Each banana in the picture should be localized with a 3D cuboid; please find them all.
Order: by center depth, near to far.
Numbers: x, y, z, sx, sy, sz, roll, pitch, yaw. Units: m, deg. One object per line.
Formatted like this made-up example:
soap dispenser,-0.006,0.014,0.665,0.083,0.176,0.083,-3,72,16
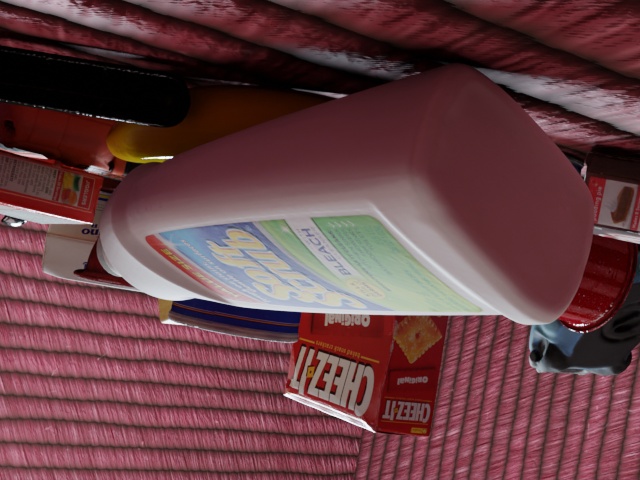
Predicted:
banana,-0.017,-0.042,0.501,0.198,0.037,0.070,15,138,14

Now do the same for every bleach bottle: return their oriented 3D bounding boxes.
bleach bottle,-0.015,-0.004,0.465,0.251,0.068,0.102,-10,138,48

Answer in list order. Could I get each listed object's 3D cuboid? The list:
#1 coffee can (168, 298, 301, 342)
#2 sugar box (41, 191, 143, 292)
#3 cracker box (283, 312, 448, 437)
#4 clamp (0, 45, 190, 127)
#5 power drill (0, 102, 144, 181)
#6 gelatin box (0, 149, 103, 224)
coffee can,-0.055,0.001,0.829,0.103,0.140,0.103,10,179,0
sugar box,-0.170,-0.026,0.885,0.093,0.048,0.176,11,-148,-9
cracker box,0.046,0.061,1.006,0.072,0.214,0.164,11,179,-32
clamp,-0.185,-0.083,0.473,0.210,0.036,0.164,10,179,34
power drill,-0.134,-0.061,0.663,0.184,0.057,0.188,16,173,-34
gelatin box,-0.170,-0.031,0.584,0.073,0.030,0.089,15,174,-31
